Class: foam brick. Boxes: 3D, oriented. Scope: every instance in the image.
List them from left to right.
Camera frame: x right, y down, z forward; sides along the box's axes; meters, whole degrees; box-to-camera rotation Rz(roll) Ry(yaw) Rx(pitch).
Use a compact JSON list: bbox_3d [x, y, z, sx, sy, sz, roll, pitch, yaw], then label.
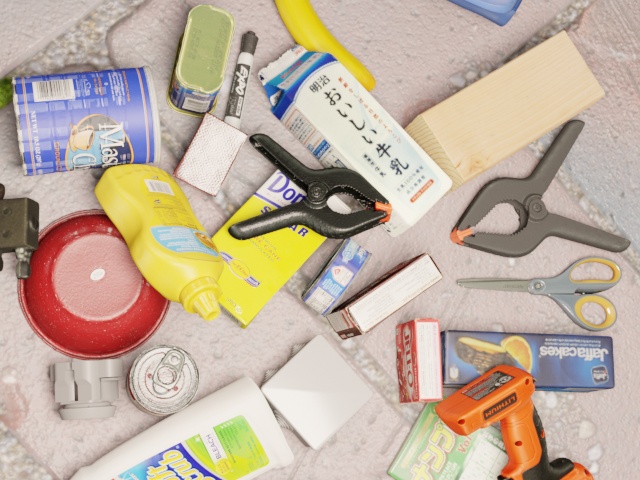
[{"bbox_3d":[-0.117,-0.092,1.145,0.053,0.051,0.078,29,92,-7],"label":"foam brick"}]

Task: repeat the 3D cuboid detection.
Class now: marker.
[{"bbox_3d":[-0.089,-0.178,1.194,0.020,0.020,0.121,13,77,-10],"label":"marker"}]

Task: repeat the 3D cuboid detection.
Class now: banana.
[{"bbox_3d":[-0.006,-0.250,1.217,0.069,0.037,0.198,-25,86,-16],"label":"banana"}]

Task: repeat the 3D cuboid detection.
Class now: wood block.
[{"bbox_3d":[0.206,-0.143,1.218,0.206,0.090,0.091,-32,88,-16],"label":"wood block"}]

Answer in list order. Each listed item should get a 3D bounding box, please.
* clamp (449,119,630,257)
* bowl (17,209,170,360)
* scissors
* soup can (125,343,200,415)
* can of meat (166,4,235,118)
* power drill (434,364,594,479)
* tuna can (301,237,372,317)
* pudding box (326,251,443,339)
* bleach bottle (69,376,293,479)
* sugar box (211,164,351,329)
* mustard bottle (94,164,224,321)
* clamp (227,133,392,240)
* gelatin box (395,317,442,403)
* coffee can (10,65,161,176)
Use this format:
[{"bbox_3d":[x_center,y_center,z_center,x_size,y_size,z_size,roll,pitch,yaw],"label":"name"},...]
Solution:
[{"bbox_3d":[0.252,-0.029,1.234,0.209,0.036,0.164,-26,87,-14],"label":"clamp"},{"bbox_3d":[-0.231,0.042,1.102,0.162,0.055,0.162,2,79,-13],"label":"bowl"},{"bbox_3d":[0.260,0.070,1.229,0.201,0.016,0.096,-12,83,-15],"label":"scissors"},{"bbox_3d":[-0.160,0.142,1.074,0.068,0.102,0.068,2,79,-13],"label":"soup can"},{"bbox_3d":[-0.128,-0.194,1.154,0.057,0.084,0.102,13,77,-11],"label":"can of meat"},{"bbox_3d":[0.189,0.241,1.120,0.184,0.057,0.187,-30,108,-19],"label":"power drill"},{"bbox_3d":[0.016,0.038,1.143,0.034,0.086,0.086,37,74,-2],"label":"tuna can"},{"bbox_3d":[0.068,0.060,1.148,0.113,0.090,0.039,-36,90,-16],"label":"pudding box"},{"bbox_3d":[-0.159,0.239,1.076,0.250,0.068,0.102,-28,109,-11],"label":"bleach bottle"},{"bbox_3d":[-0.058,0.001,1.153,0.093,0.048,0.176,42,75,0],"label":"sugar box"},{"bbox_3d":[-0.150,0.006,1.072,0.096,0.058,0.192,10,36,-48],"label":"mustard bottle"},{"bbox_3d":[-0.010,-0.054,1.130,0.171,0.039,0.120,3,78,-3],"label":"clamp"},{"bbox_3d":[0.106,0.130,1.152,0.030,0.073,0.089,0,80,-13],"label":"gelatin box"},{"bbox_3d":[-0.242,-0.124,1.105,0.140,0.103,0.103,-7,81,-14],"label":"coffee can"}]
